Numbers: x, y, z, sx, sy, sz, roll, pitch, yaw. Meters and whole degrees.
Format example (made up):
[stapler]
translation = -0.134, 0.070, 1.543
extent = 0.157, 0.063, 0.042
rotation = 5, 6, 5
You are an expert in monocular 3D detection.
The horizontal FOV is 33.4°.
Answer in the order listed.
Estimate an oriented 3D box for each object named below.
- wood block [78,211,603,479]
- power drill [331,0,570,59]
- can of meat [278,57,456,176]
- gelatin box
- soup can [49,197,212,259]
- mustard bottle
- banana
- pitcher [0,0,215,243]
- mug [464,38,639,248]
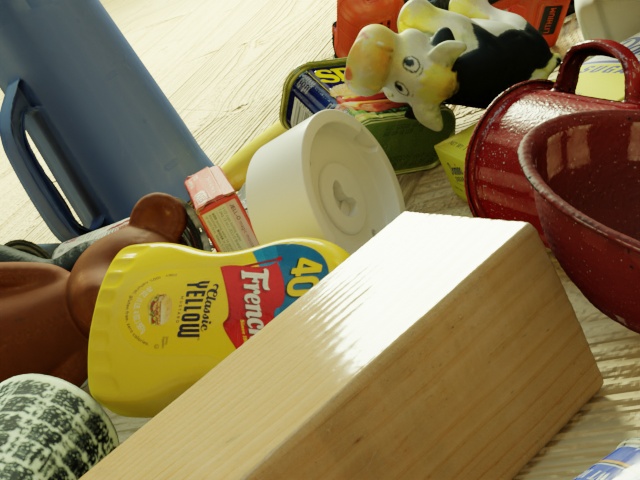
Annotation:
[wood block]
translation = 0.009, 0.083, 0.443
extent = 0.205, 0.090, 0.091
rotation = -39, 24, -24
[power drill]
translation = 0.099, -0.164, 0.852
extent = 0.187, 0.057, 0.184
rotation = -20, -20, -7
[can of meat]
translation = 0.035, -0.088, 0.766
extent = 0.101, 0.057, 0.084
rotation = -12, 40, -30
[gelatin box]
translation = -0.055, 0.001, 0.696
extent = 0.030, 0.089, 0.073
rotation = -29, 22, -3
[soup can]
translation = -0.140, 0.017, 0.789
extent = 0.102, 0.068, 0.068
rotation = -20, 23, 19
[mustard bottle]
translation = -0.027, 0.046, 0.571
extent = 0.192, 0.058, 0.096
rotation = -3, 61, 20
[banana]
translation = -0.018, -0.100, 0.951
extent = 0.197, 0.037, 0.070
rotation = -43, 9, -35
[pitcher]
translation = -0.210, -0.118, 0.931
extent = 0.145, 0.243, 0.149
rotation = -32, 16, -2
[mug]
translation = 0.138, -0.045, 0.553
extent = 0.093, 0.117, 0.082
rotation = 6, 9, -32
